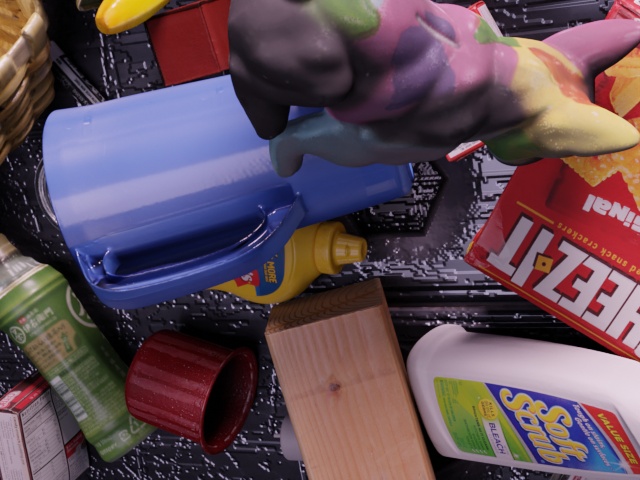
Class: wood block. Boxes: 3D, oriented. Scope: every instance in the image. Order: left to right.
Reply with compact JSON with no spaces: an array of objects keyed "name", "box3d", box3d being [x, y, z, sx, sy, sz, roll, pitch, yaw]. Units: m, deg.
[{"name":"wood block","box3d":[0.031,0.146,0.822,0.091,0.090,0.206,-15,100,5]}]

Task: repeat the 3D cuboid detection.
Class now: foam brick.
[{"name":"foam brick","box3d":[-0.084,-0.151,0.786,0.053,0.078,0.051,-10,106,28]}]

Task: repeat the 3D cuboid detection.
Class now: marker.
[{"name":"marker","box3d":[-0.186,-0.113,0.878,0.121,0.020,0.020,48,120,0]}]

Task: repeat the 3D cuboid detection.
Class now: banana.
[{"name":"banana","box3d":[-0.099,-0.228,0.749,0.037,0.069,0.198,21,90,41]}]

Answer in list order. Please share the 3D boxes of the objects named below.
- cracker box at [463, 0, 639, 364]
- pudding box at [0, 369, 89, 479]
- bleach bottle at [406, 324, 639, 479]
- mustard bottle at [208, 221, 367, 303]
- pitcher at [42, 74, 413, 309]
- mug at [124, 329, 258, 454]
[{"name":"cracker box","box3d":[0.217,-0.036,0.704,0.164,0.072,0.214,32,120,9]},{"name":"pudding box","box3d":[-0.258,0.183,0.983,0.039,0.090,0.113,2,111,22]},{"name":"bleach bottle","box3d":[0.180,0.113,0.733,0.251,0.068,0.102,-2,113,47]},{"name":"mustard bottle","box3d":[-0.056,0.001,0.844,0.192,0.058,0.096,4,103,21]},{"name":"pitcher","box3d":[-0.061,-0.048,0.750,0.243,0.145,0.149,-14,92,8]},{"name":"mug","box3d":[-0.108,0.130,0.908,0.082,0.093,0.117,16,152,22]}]
